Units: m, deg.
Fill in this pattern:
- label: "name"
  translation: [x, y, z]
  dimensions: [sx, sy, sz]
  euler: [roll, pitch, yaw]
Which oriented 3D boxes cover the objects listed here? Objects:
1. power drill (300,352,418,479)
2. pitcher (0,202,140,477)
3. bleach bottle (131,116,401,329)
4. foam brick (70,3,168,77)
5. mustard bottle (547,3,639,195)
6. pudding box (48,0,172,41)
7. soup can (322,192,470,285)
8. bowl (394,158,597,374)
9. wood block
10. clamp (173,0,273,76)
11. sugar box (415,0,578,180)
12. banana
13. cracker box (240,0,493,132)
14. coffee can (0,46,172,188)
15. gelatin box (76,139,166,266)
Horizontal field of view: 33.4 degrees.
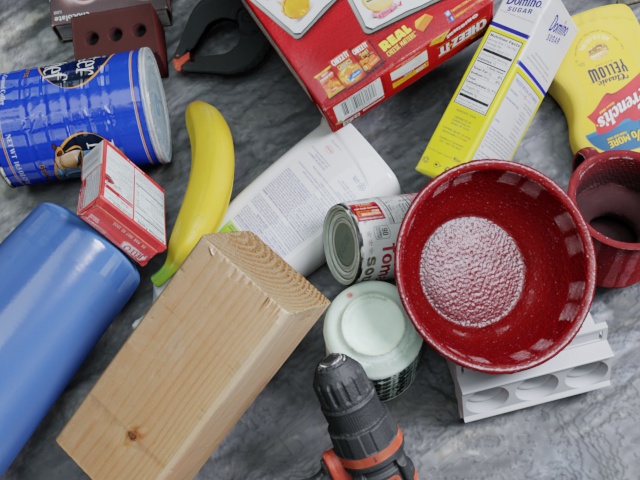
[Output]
- label: "power drill"
  translation: [-0.020, 0.192, 0.806]
  dimensions: [0.187, 0.057, 0.184]
  euler: [-24, 109, 1]
- label: "pitcher"
  translation: [-0.268, 0.086, 0.868]
  dimensions: [0.149, 0.145, 0.242]
  euler: [42, 72, -16]
- label: "bleach bottle"
  translation: [-0.056, 0.001, 0.913]
  dimensions: [0.250, 0.068, 0.103]
  euler: [-37, 69, -6]
- label: "foam brick"
  translation: [-0.184, -0.178, 0.987]
  dimensions: [0.078, 0.051, 0.053]
  euler: [-10, 71, 0]
- label: "mustard bottle"
  translation: [0.260, -0.108, 0.929]
  dimensions: [0.096, 0.058, 0.192]
  euler: [-19, 71, -1]
- label: "pudding box"
  translation: [-0.202, -0.243, 1.016]
  dimensions: [0.113, 0.039, 0.090]
  euler: [-10, 71, 0]
- label: "soup can"
  translation: [0.061, -0.003, 0.867]
  dimensions: [0.102, 0.069, 0.068]
  euler: [-8, 69, -24]
- label: "bowl"
  translation: [0.126, 0.021, 0.818]
  dimensions: [0.162, 0.055, 0.162]
  euler: [2, 83, -13]
- label: "wood block"
  translation: [-0.099, 0.100, 0.822]
  dimensions: [0.091, 0.090, 0.206]
  euler: [42, 106, 14]
- label: "clamp"
  translation: [-0.064, -0.214, 0.982]
  dimensions: [0.171, 0.039, 0.120]
  euler: [-23, 86, 2]
- label: "sugar box"
  translation: [0.150, -0.120, 0.895]
  dimensions: [0.048, 0.093, 0.176]
  euler: [26, 91, 27]
- label: "banana"
  translation: [-0.104, -0.054, 0.912]
  dimensions: [0.070, 0.037, 0.197]
  euler: [-13, 49, 26]
- label: "cracker box"
  translation: [0.018, -0.222, 0.897]
  dimensions: [0.164, 0.072, 0.214]
  euler: [-34, 73, 0]
- label: "coffee can"
  translation: [-0.210, -0.107, 0.937]
  dimensions: [0.140, 0.103, 0.103]
  euler: [-9, 71, 1]
- label: "gelatin box"
  translation: [-0.163, -0.031, 0.878]
  dimensions: [0.030, 0.073, 0.089]
  euler: [-36, 34, 18]
